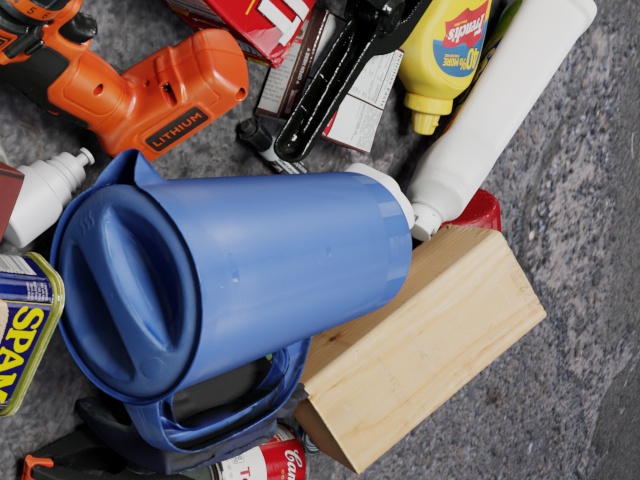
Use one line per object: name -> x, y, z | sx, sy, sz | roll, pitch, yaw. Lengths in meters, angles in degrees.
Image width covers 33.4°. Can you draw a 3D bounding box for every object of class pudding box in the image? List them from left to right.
pudding box -> 0.010, -0.123, 0.821 | 0.113, 0.039, 0.090 | 14, 96, -55

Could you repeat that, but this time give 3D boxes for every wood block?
wood block -> 0.069, 0.083, 0.876 | 0.206, 0.091, 0.090 | -37, 107, -16

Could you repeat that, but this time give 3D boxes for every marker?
marker -> -0.027, -0.060, 0.826 | 0.020, 0.020, 0.121 | -59, 142, -8

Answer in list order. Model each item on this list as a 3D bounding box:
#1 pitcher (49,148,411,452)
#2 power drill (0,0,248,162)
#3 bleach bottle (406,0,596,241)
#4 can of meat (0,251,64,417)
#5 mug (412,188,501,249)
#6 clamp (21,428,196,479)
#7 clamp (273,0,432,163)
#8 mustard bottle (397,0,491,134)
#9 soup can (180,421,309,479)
pitcher -> -0.045, 0.027, 0.709 | 0.242, 0.145, 0.149 | -11, 142, -51
power drill -> -0.123, -0.114, 0.586 | 0.185, 0.057, 0.187 | -28, 153, 24
bleach bottle -> 0.145, -0.110, 0.924 | 0.250, 0.068, 0.103 | -58, -175, -19
can of meat -> -0.212, 0.054, 0.628 | 0.083, 0.058, 0.102 | 10, 113, -49
mug -> 0.132, -0.004, 0.996 | 0.117, 0.093, 0.081 | -51, 140, -50
clamp -> -0.120, 0.170, 0.755 | 0.171, 0.120, 0.039 | -4, 118, -29
clamp -> 0.033, -0.154, 0.757 | 0.209, 0.036, 0.165 | -40, 153, -48
mustard bottle -> 0.103, -0.182, 0.883 | 0.096, 0.058, 0.192 | -14, 120, -52
soup can -> -0.067, 0.188, 0.873 | 0.102, 0.069, 0.068 | 1, 108, -49
